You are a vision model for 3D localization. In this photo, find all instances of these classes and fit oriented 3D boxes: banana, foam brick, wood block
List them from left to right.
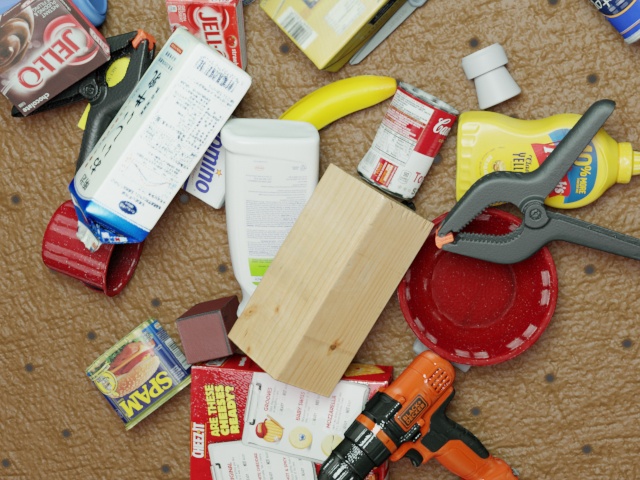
[{"bbox_3d":[-0.116,0.095,1.155,0.051,0.078,0.053,-14,96,12],"label":"foam brick"},{"bbox_3d":[-0.009,-0.116,1.122,0.069,0.037,0.198,40,106,-19],"label":"banana"},{"bbox_3d":[0.010,0.041,1.071,0.090,0.090,0.206,36,97,45],"label":"wood block"}]

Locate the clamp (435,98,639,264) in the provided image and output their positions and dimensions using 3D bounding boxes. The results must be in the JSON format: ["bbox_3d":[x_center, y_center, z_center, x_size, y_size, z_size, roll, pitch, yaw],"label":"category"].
[{"bbox_3d":[0.217,-0.024,1.042,0.210,0.036,0.164,-24,102,14],"label":"clamp"}]

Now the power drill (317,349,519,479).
[{"bbox_3d":[0.106,0.233,1.103,0.184,0.057,0.187,-45,113,-11],"label":"power drill"}]

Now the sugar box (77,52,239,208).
[{"bbox_3d":[-0.159,-0.117,1.138,0.176,0.048,0.093,30,101,5],"label":"sugar box"}]

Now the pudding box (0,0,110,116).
[{"bbox_3d":[-0.279,-0.190,1.055,0.114,0.039,0.090,-29,126,15],"label":"pudding box"}]

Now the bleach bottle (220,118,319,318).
[{"bbox_3d":[-0.057,0.001,1.116,0.102,0.068,0.251,2,116,-7],"label":"bleach bottle"}]

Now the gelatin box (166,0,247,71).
[{"bbox_3d":[-0.116,-0.214,1.102,0.073,0.030,0.089,5,133,8],"label":"gelatin box"}]

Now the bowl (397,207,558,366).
[{"bbox_3d":[0.160,0.047,1.101,0.162,0.055,0.162,0,88,4],"label":"bowl"}]

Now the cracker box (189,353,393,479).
[{"bbox_3d":[-0.031,0.214,1.166,0.214,0.072,0.164,3,99,10],"label":"cracker box"}]

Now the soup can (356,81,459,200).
[{"bbox_3d":[0.088,-0.101,1.089,0.068,0.068,0.102,28,104,3],"label":"soup can"}]

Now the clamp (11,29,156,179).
[{"bbox_3d":[-0.228,-0.141,1.101,0.171,0.039,0.120,-38,86,13],"label":"clamp"}]

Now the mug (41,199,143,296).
[{"bbox_3d":[-0.248,0.012,1.164,0.081,0.093,0.117,19,139,10],"label":"mug"}]

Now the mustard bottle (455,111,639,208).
[{"bbox_3d":[0.233,-0.080,1.072,0.192,0.058,0.096,2,113,8],"label":"mustard bottle"}]

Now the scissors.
[{"bbox_3d":[0.119,-0.244,1.084,0.096,0.016,0.202,31,104,4],"label":"scissors"}]

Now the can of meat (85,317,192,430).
[{"bbox_3d":[-0.199,0.147,1.190,0.102,0.057,0.084,-38,90,14],"label":"can of meat"}]
